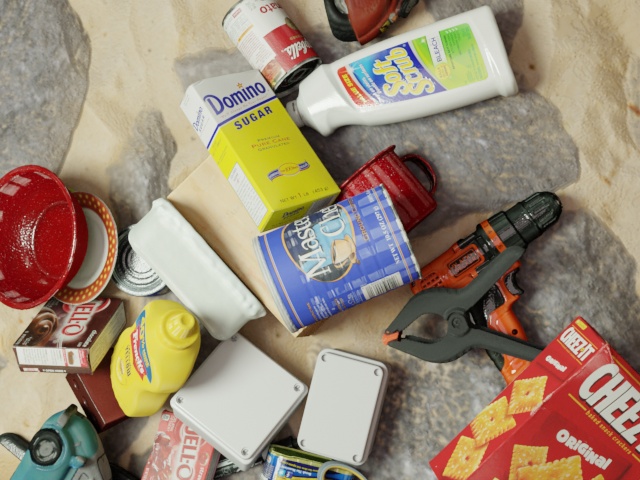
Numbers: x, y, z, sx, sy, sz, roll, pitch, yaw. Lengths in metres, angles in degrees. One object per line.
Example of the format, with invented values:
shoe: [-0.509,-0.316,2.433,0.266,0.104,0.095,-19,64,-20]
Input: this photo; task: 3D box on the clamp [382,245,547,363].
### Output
clamp: [0.146,0.071,1.093,0.171,0.039,0.120,-6,86,13]

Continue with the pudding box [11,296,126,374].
pudding box: [-0.278,0.104,1.194,0.090,0.113,0.039,0,119,11]

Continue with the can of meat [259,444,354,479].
can of meat: [-0.020,0.274,1.150,0.102,0.057,0.084,16,88,-11]

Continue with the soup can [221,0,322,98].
soup can: [-0.054,-0.218,1.186,0.068,0.068,0.102,-38,81,7]

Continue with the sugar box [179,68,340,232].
sugar box: [-0.064,-0.098,1.120,0.176,0.093,0.048,58,141,18]

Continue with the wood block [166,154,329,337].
wood block: [-0.057,0.001,1.164,0.090,0.090,0.206,-44,80,5]

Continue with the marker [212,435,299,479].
marker: [-0.080,0.245,1.194,0.121,0.020,0.020,-21,83,10]

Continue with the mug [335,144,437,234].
mug: [0.078,-0.048,1.148,0.117,0.093,0.081,-37,85,-29]

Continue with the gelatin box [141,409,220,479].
gelatin box: [-0.152,0.240,1.188,0.073,0.030,0.089,10,71,17]

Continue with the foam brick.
foam brick: [-0.244,0.171,1.203,0.051,0.053,0.078,-26,80,-32]

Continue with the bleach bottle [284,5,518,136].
bleach bottle: [0.079,-0.166,1.160,0.251,0.068,0.102,-19,83,12]

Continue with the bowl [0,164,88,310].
bowl: [-0.313,-0.002,1.200,0.162,0.055,0.162,-3,85,33]

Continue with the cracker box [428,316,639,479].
cracker box: [0.242,0.209,1.066,0.214,0.072,0.164,-45,115,7]

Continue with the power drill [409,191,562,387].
power drill: [0.214,0.064,1.125,0.184,0.057,0.188,-36,78,12]

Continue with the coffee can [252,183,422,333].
coffee can: [0.017,0.018,1.051,0.140,0.103,0.103,-23,83,2]

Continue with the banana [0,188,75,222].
banana: [-0.380,-0.015,1.258,0.198,0.037,0.070,-41,80,7]

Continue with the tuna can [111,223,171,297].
tuna can: [-0.200,0.023,1.221,0.086,0.033,0.086,-1,87,11]

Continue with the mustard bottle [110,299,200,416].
mustard bottle: [-0.169,0.115,1.116,0.058,0.192,0.096,3,65,-25]
